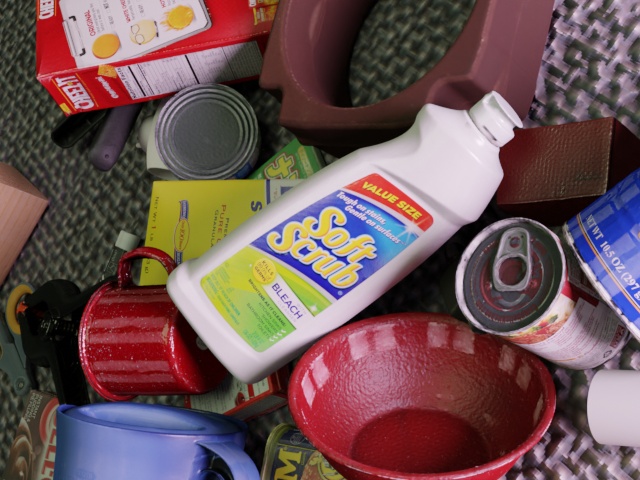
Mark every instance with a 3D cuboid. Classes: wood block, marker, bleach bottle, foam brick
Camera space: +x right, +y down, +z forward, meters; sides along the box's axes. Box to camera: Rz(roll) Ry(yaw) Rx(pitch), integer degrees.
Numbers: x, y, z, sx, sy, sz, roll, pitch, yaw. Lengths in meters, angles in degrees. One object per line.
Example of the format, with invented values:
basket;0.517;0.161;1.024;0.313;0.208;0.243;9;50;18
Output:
wood block;-0.372;0.017;1.065;0.091;0.090;0.206;36;97;42
marker;-0.192;0.050;0.950;0.020;0.020;0.121;20;86;42
bleach bottle;0.019;-0.013;0.699;0.251;0.068;0.102;-40;87;21
foam brick;0.158;-0.041;0.675;0.078;0.051;0.053;-3;72;39

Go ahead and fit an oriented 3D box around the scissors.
scissors;-0.265;0.115;0.987;0.096;0.016;0.202;-52;54;5

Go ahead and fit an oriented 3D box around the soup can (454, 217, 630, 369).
soup can;0.134;0.034;0.630;0.069;0.102;0.068;-16;63;34

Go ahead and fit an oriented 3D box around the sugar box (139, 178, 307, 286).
sugar box;-0.056;0.001;0.816;0.177;0.048;0.093;0;80;35

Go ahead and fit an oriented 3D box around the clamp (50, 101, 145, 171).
clamp;-0.173;-0.157;0.989;0.210;0.036;0.165;-58;30;-11

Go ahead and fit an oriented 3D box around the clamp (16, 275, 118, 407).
clamp;-0.215;0.068;0.918;0.172;0.039;0.120;29;91;52

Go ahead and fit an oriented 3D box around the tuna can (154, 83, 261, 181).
tuna can;-0.092;-0.084;0.884;0.086;0.034;0.086;-1;78;4

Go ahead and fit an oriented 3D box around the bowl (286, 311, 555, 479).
bowl;0.061;0.111;0.658;0.162;0.161;0.055;29;133;43

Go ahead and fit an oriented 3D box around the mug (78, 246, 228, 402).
mug;-0.119;0.062;0.788;0.082;0.093;0.117;-4;97;31

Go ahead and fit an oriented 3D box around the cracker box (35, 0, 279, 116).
cracker box;-0.129;-0.206;0.910;0.214;0.072;0.164;-10;63;6

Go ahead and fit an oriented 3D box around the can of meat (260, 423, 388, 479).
can of meat;0.006;0.179;0.710;0.084;0.057;0.102;2;74;37

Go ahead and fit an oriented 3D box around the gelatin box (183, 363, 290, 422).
gelatin box;-0.065;0.103;0.817;0.089;0.030;0.073;-31;54;26

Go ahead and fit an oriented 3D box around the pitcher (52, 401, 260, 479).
pitcher;-0.120;0.235;0.727;0.145;0.149;0.243;6;88;-4

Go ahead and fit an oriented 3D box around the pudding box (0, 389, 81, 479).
pudding box;-0.221;0.191;0.899;0.090;0.039;0.113;10;81;35
